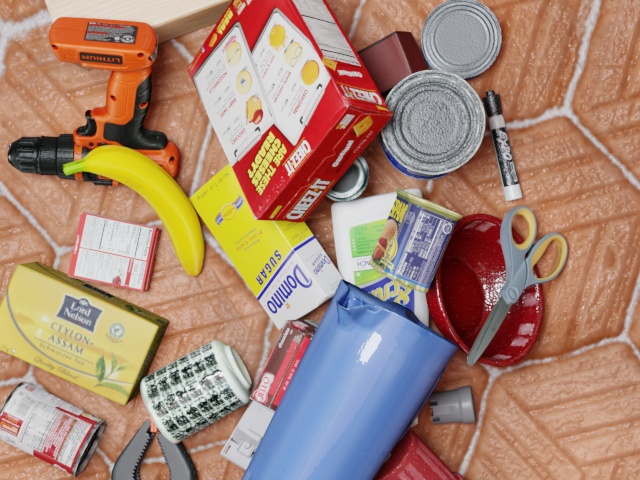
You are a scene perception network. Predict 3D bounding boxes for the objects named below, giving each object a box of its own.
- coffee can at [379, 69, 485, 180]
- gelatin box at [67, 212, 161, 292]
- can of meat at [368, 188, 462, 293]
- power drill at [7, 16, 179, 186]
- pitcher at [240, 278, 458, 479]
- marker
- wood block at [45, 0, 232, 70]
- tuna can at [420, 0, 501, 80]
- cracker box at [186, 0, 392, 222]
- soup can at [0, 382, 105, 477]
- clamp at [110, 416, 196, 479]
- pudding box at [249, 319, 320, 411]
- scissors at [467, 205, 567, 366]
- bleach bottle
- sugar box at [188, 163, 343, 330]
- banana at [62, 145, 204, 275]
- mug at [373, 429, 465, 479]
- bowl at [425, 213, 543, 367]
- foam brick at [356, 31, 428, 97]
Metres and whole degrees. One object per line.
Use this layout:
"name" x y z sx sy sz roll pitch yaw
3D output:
"coffee can" 0.112 -0.116 1.101 0.103 0.140 0.103 0 91 3
"gelatin box" -0.227 0.013 1.180 0.089 0.030 0.073 12 91 3
"can of meat" 0.092 -0.001 1.061 0.057 0.102 0.084 21 95 -9
"power drill" -0.239 -0.140 1.114 0.184 0.057 0.188 1 134 -7
"pitcher" 0.028 0.173 1.054 0.149 0.145 0.243 30 91 -4
"marker" 0.197 -0.103 1.157 0.020 0.020 0.121 -13 91 3
"wood block" -0.180 -0.263 1.140 0.206 0.090 0.091 -20 90 3
"tuna can" 0.150 -0.215 1.150 0.086 0.033 0.086 0 91 3
"cracker box" -0.037 -0.150 1.066 0.164 0.071 0.214 -49 54 34
"soup can" -0.297 0.206 1.169 0.102 0.068 0.068 25 93 3
"clamp" -0.196 0.298 1.181 0.164 0.036 0.210 -4 89 3
"pudding box" -0.026 0.131 1.128 0.039 0.113 0.090 28 93 16
"scissors" 0.189 0.036 1.102 0.201 0.016 0.096 -36 97 -35
"bleach bottle" 0.078 0.076 1.149 0.102 0.068 0.251 -10 93 2
"sugar box" -0.058 0.001 1.141 0.094 0.048 0.176 -36 86 44
"banana" -0.180 -0.042 1.136 0.070 0.037 0.197 -41 120 11
"mug" 0.086 0.257 1.135 0.081 0.117 0.093 48 53 -15
"bowl" 0.162 0.055 1.122 0.161 0.055 0.162 11 72 -37
"foam brick" 0.067 -0.182 1.134 0.078 0.052 0.051 -24 89 28
